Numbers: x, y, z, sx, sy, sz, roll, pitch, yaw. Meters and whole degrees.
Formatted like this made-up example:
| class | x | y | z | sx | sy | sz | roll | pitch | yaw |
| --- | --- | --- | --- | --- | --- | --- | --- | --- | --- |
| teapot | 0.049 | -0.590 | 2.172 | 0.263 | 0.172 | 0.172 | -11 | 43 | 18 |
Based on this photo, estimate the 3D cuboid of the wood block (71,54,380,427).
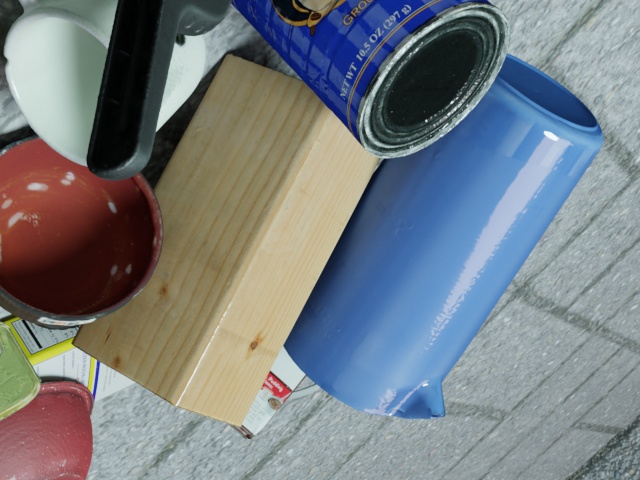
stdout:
| class | x | y | z | sx | sy | sz | roll | pitch | yaw |
| --- | --- | --- | --- | --- | --- | --- | --- | --- | --- |
| wood block | -0.054 | 0.001 | 0.676 | 0.206 | 0.090 | 0.090 | -62 | 151 | -5 |

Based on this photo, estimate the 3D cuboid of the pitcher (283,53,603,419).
| class | x | y | z | sx | sy | sz | roll | pitch | yaw |
| --- | --- | --- | --- | --- | --- | --- | --- | --- | --- |
| pitcher | 0.073 | -0.012 | 0.732 | 0.243 | 0.149 | 0.145 | -58 | -170 | 26 |

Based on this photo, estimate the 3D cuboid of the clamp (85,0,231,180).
| class | x | y | z | sx | sy | sz | roll | pitch | yaw |
| --- | --- | --- | --- | --- | --- | --- | --- | --- | --- |
| clamp | -0.080 | -0.142 | 0.478 | 0.209 | 0.036 | 0.164 | -65 | 143 | -57 |

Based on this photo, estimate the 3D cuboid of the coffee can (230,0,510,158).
| class | x | y | z | sx | sy | sz | roll | pitch | yaw |
| --- | --- | --- | --- | --- | --- | --- | --- | --- | --- |
| coffee can | 0.022 | -0.130 | 0.598 | 0.102 | 0.140 | 0.103 | -30 | 151 | -19 |

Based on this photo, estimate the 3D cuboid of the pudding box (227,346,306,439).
| class | x | y | z | sx | sy | sz | roll | pitch | yaw |
| --- | --- | --- | --- | --- | --- | --- | --- | --- | --- |
| pudding box | -0.052 | 0.080 | 0.812 | 0.113 | 0.090 | 0.039 | -51 | -168 | -16 |

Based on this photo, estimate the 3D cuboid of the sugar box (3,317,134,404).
| class | x | y | z | sx | sy | sz | roll | pitch | yaw |
| --- | --- | --- | --- | --- | --- | --- | --- | --- | --- |
| sugar box | -0.191 | 0.087 | 0.761 | 0.175 | 0.048 | 0.093 | -25 | 150 | -34 |

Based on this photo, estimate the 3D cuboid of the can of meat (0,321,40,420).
| class | x | y | z | sx | sy | sz | roll | pitch | yaw |
| --- | --- | --- | --- | --- | --- | --- | --- | --- | --- |
| can of meat | -0.218 | 0.053 | 0.633 | 0.057 | 0.084 | 0.102 | -31 | 151 | -16 |

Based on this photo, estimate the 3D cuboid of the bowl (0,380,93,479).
| class | x | y | z | sx | sy | sz | roll | pitch | yaw |
| --- | --- | --- | --- | --- | --- | --- | --- | --- | --- |
| bowl | -0.217 | 0.168 | 0.738 | 0.162 | 0.055 | 0.162 | -31 | 157 | -15 |
